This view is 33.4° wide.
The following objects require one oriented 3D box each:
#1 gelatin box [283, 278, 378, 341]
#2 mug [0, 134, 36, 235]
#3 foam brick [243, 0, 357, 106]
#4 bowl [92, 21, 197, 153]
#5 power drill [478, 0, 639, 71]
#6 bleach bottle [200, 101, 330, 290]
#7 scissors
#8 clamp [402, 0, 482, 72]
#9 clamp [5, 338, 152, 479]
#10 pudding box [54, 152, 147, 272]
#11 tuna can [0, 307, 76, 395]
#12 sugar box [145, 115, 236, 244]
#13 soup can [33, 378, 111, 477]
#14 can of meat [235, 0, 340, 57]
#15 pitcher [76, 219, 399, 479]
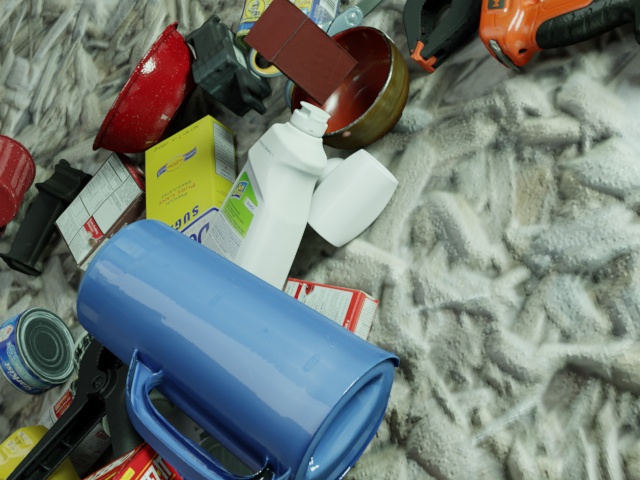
[{"bbox_3d":[-0.001,0.075,0.901,0.089,0.030,0.073,8,74,43],"label":"gelatin box"},{"bbox_3d":[-0.389,-0.057,1.262,0.093,0.117,0.081,1,35,-3],"label":"mug"},{"bbox_3d":[-0.017,-0.163,0.919,0.051,0.078,0.053,-48,45,7],"label":"foam brick"},{"bbox_3d":[-0.174,-0.148,1.124,0.162,0.055,0.162,-56,6,9],"label":"bowl"},{"bbox_3d":[0.223,-0.217,0.845,0.188,0.057,0.184,-6,64,39],"label":"power drill"},{"bbox_3d":[-0.056,0.001,0.923,0.103,0.068,0.251,45,113,49],"label":"bleach bottle"},{"bbox_3d":[0.030,-0.191,1.017,0.201,0.096,0.016,-23,14,-3],"label":"scissors"},{"bbox_3d":[0.115,-0.238,0.964,0.120,0.039,0.171,28,87,47],"label":"clamp"},{"bbox_3d":[-0.186,0.134,0.905,0.165,0.036,0.210,-15,47,31],"label":"clamp"},{"bbox_3d":[-0.228,-0.029,1.150,0.113,0.039,0.090,-47,45,8],"label":"pudding box"},{"bbox_3d":[-0.289,0.112,1.092,0.034,0.086,0.086,-26,53,26],"label":"tuna can"},{"bbox_3d":[-0.128,-0.028,1.056,0.093,0.048,0.176,-26,51,28],"label":"sugar box"},{"bbox_3d":[-0.242,0.191,1.020,0.102,0.068,0.069,-48,45,9],"label":"soup can"},{"bbox_3d":[-0.030,-0.232,1.067,0.102,0.057,0.084,1,70,30],"label":"can of meat"},{"bbox_3d":[-0.075,0.089,0.812,0.243,0.149,0.145,32,92,23],"label":"pitcher"}]
